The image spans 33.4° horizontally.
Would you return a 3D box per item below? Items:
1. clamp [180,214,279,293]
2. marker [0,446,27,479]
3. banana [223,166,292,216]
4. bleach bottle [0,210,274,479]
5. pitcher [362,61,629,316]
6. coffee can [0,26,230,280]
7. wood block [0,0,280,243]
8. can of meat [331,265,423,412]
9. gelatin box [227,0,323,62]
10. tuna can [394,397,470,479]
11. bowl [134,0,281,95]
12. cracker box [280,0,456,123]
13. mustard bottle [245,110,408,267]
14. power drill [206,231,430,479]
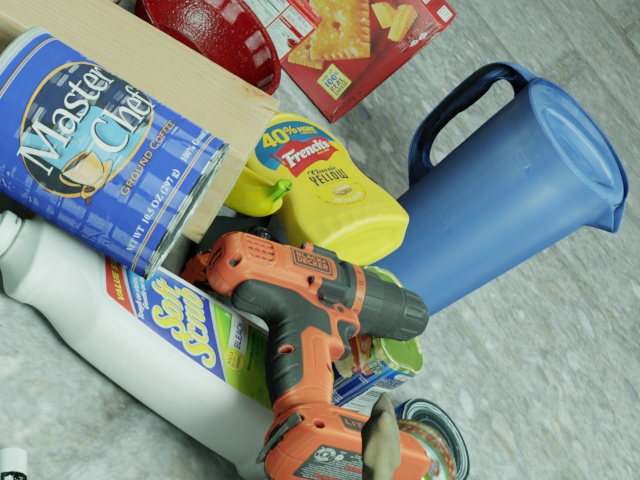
[{"bbox_3d":[-0.056,0.001,0.884,0.171,0.039,0.120,-3,43,-51],"label":"clamp"},{"bbox_3d":[-0.169,0.171,0.583,0.020,0.020,0.121,23,42,-39],"label":"marker"},{"bbox_3d":[-0.091,-0.075,0.875,0.198,0.070,0.037,39,41,27],"label":"banana"},{"bbox_3d":[-0.120,0.061,0.718,0.250,0.068,0.102,35,33,-22],"label":"bleach bottle"},{"bbox_3d":[0.142,-0.036,0.979,0.144,0.243,0.149,34,36,-27],"label":"pitcher"},{"bbox_3d":[-0.142,-0.054,0.672,0.140,0.103,0.102,31,34,-4],"label":"coffee can"},{"bbox_3d":[-0.147,-0.100,0.765,0.206,0.090,0.090,30,35,-4],"label":"wood block"},{"bbox_3d":[0.031,0.082,0.869,0.057,0.084,0.102,20,44,-42],"label":"can of meat"},{"bbox_3d":[-0.053,-0.213,1.050,0.073,0.089,0.030,44,33,-14],"label":"gelatin box"},{"bbox_3d":[0.086,0.176,0.895,0.086,0.034,0.086,33,37,-29],"label":"tuna can"},{"bbox_3d":[-0.113,-0.179,0.971,0.162,0.055,0.162,33,37,-29],"label":"bowl"},{"bbox_3d":[0.007,-0.254,1.099,0.213,0.164,0.072,48,30,-7],"label":"cracker box"},{"bbox_3d":[-0.015,-0.056,0.909,0.096,0.058,0.192,-17,49,-29],"label":"mustard bottle"},{"bbox_3d":[0.014,0.084,0.729,0.184,0.057,0.188,17,36,-28],"label":"power drill"}]
